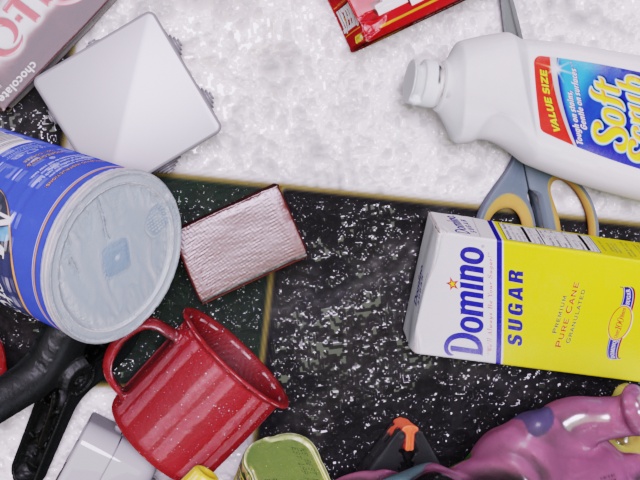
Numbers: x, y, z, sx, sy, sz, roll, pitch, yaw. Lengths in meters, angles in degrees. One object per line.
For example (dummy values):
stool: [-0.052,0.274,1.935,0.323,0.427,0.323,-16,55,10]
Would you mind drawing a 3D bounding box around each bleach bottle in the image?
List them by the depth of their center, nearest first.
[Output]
bleach bottle: [0.177,-0.076,0.710,0.250,0.068,0.102,8,89,-11]

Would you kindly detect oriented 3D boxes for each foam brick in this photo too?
foam brick: [-0.055,0.001,0.710,0.078,0.053,0.051,-25,97,-5]

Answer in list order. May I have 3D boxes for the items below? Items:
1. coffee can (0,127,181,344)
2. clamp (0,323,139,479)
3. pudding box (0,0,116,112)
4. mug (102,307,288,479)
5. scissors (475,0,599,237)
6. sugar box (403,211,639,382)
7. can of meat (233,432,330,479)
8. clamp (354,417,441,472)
coffee can: [-0.169,-0.008,0.639,0.140,0.102,0.103,18,93,33]
clamp: [-0.168,0.090,0.698,0.039,0.120,0.171,39,72,22]
pudding box: [-0.199,-0.153,0.690,0.090,0.039,0.113,43,89,-7]
mug: [-0.089,0.097,0.693,0.081,0.093,0.117,-47,116,4]
scissors: [0.129,-0.065,0.742,0.096,0.016,0.202,-26,96,-3]
sugar box: [0.152,0.040,0.728,0.176,0.048,0.093,6,112,-8]
can of meat: [-0.023,0.188,0.687,0.057,0.102,0.084,-7,138,-27]
clamp: [0.042,0.231,0.744,0.164,0.036,0.210,-3,93,-11]
